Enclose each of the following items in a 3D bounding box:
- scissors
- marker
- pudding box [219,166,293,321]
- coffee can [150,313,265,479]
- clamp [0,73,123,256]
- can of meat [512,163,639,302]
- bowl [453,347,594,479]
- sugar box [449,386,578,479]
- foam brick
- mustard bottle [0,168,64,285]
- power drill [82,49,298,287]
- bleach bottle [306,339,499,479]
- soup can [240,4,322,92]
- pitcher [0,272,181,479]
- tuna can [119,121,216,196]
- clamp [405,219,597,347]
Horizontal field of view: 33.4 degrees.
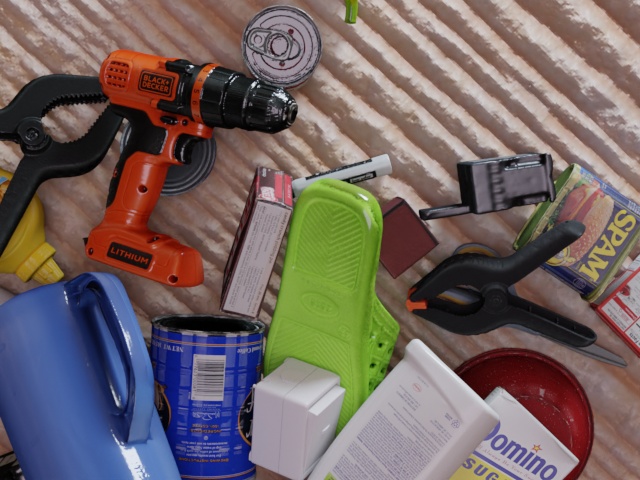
[{"bbox_3d":[0.198,0.059,1.003,0.201,0.016,0.096,9,94,-3],"label":"scissors"},{"bbox_3d":[0.006,-0.055,0.985,0.121,0.020,0.020,-15,95,-1],"label":"marker"},{"bbox_3d":[-0.056,0.001,0.941,0.039,0.090,0.113,15,110,-7],"label":"pudding box"},{"bbox_3d":[-0.104,0.142,0.956,0.103,0.103,0.140,4,94,-2],"label":"coffee can"},{"bbox_3d":[-0.263,-0.093,0.934,0.209,0.036,0.164,-38,92,-19],"label":"clamp"},{"bbox_3d":[0.239,-0.009,0.979,0.084,0.057,0.102,34,93,-2],"label":"can of meat"},{"bbox_3d":[0.182,0.184,0.993,0.162,0.055,0.162,0,94,-2],"label":"bowl"},{"bbox_3d":[0.131,0.223,0.937,0.093,0.048,0.176,43,91,2],"label":"sugar box"},{"bbox_3d":[0.068,-0.004,0.963,0.051,0.078,0.053,-39,93,2],"label":"foam brick"},{"bbox_3d":[-0.307,-0.027,0.958,0.191,0.058,0.096,43,86,-4],"label":"mustard bottle"},{"bbox_3d":[-0.118,-0.059,0.902,0.185,0.057,0.188,16,96,24],"label":"power drill"},{"bbox_3d":[0.032,0.208,0.904,0.251,0.068,0.103,-46,65,0],"label":"bleach bottle"},{"bbox_3d":[-0.034,-0.165,0.934,0.068,0.102,0.068,0,95,-2],"label":"soup can"},{"bbox_3d":[-0.187,0.155,0.879,0.145,0.149,0.243,-26,58,-8],"label":"pitcher"},{"bbox_3d":[-0.137,-0.083,0.971,0.086,0.034,0.086,0,95,-2],"label":"tuna can"},{"bbox_3d":[0.166,0.054,0.961,0.172,0.039,0.120,-14,103,19],"label":"clamp"}]
